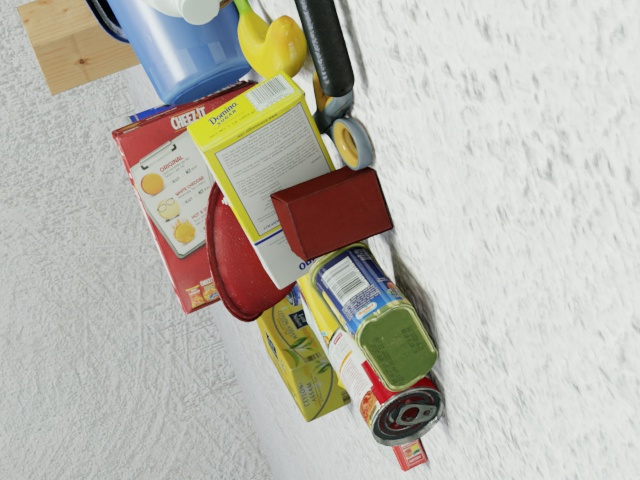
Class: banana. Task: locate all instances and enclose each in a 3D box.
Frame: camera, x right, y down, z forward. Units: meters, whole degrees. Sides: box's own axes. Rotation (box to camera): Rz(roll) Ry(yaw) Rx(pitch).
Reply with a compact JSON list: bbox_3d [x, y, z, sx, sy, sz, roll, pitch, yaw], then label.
[{"bbox_3d":[-0.044,-0.166,0.904,0.069,0.037,0.198,58,175,-24],"label":"banana"}]

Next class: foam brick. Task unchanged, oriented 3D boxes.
[{"bbox_3d":[0.009,-0.023,0.845,0.053,0.078,0.051,-144,35,-71],"label":"foam brick"}]

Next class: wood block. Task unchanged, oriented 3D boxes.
[{"bbox_3d":[-0.275,-0.281,1.393,0.091,0.206,0.090,81,163,-50],"label":"wood block"}]

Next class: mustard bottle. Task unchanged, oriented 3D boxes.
[{"bbox_3d":[0.023,0.081,1.033,0.096,0.058,0.191,77,170,-86],"label":"mustard bottle"}]

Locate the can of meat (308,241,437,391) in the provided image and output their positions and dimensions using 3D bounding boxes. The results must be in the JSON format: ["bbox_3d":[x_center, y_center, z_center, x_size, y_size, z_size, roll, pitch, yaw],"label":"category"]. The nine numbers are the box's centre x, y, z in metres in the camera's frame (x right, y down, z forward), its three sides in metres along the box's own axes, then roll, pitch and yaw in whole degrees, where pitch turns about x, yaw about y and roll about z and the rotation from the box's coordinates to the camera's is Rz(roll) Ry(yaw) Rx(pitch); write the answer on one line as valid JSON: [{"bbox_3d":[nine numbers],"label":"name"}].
[{"bbox_3d":[0.044,0.062,0.859,0.084,0.057,0.102,54,177,46],"label":"can of meat"}]

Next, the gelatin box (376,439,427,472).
[{"bbox_3d":[0.072,0.189,1.092,0.089,0.030,0.073,-171,58,-78],"label":"gelatin box"}]

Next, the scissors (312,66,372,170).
[{"bbox_3d":[0.010,-0.084,0.883,0.202,0.016,0.096,106,141,-74],"label":"scissors"}]

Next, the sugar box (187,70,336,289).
[{"bbox_3d":[-0.033,-0.046,0.887,0.048,0.093,0.176,54,172,43],"label":"sugar box"}]

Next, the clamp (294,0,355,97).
[{"bbox_3d":[-0.025,-0.219,0.725,0.210,0.036,0.165,78,167,-51],"label":"clamp"}]

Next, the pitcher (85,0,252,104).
[{"bbox_3d":[-0.170,-0.263,1.095,0.243,0.145,0.149,65,173,-1],"label":"pitcher"}]

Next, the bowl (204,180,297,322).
[{"bbox_3d":[-0.057,0.001,1.089,0.162,0.055,0.162,-6,-90,-69],"label":"bowl"}]

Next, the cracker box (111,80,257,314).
[{"bbox_3d":[-0.116,-0.049,1.184,0.072,0.164,0.213,-146,35,-69],"label":"cracker box"}]

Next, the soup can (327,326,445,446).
[{"bbox_3d":[0.055,0.119,0.930,0.102,0.068,0.068,-122,14,-45],"label":"soup can"}]
